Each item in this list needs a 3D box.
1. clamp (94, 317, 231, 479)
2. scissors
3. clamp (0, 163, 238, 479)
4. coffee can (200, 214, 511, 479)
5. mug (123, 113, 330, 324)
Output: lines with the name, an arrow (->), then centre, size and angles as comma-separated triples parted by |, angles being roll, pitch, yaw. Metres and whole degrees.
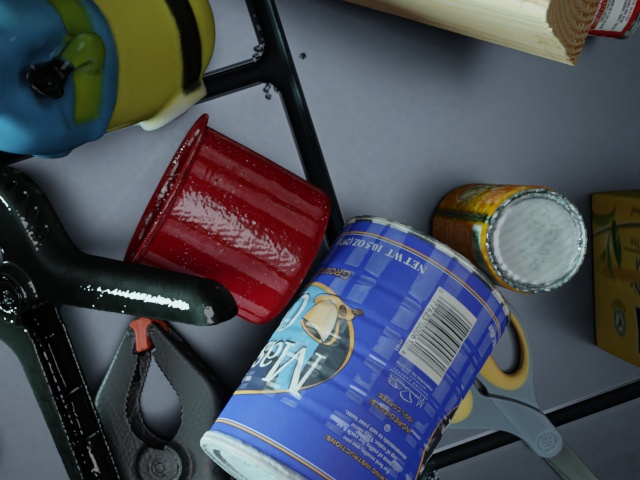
clamp -> -0.092, 0.130, 0.591 | 0.120, 0.039, 0.171 | -18, 84, 1
scissors -> 0.112, 0.121, 0.632 | 0.096, 0.016, 0.202 | -27, 97, -2
clamp -> -0.148, 0.035, 0.552 | 0.210, 0.036, 0.165 | 35, 121, 18
coffee can -> 0.019, 0.073, 0.546 | 0.102, 0.103, 0.140 | 37, 71, -9
mug -> -0.054, 0.001, 0.571 | 0.081, 0.093, 0.117 | 28, 122, -13
